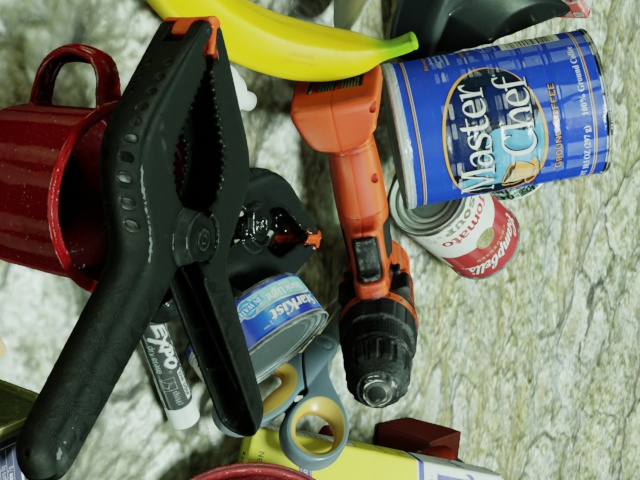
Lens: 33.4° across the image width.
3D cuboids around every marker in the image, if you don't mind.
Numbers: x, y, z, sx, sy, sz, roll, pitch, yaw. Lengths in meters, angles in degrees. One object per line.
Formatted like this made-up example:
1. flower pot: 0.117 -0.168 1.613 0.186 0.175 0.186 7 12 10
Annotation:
1. marker: -0.096 0.058 0.620 0.020 0.020 0.121 -43 129 -40

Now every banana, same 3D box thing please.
1. banana: -0.038 -0.130 0.615 0.197 0.070 0.037 12 48 -35

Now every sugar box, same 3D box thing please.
1. sugar box: 0.028 0.182 0.706 0.048 0.176 0.093 169 -67 -81

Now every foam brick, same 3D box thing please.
1. foam brick: 0.075 0.186 0.852 0.052 0.051 0.078 -1 98 -54

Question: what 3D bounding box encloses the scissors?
1. scissors: 0.011 0.089 0.724 0.201 0.096 0.016 -27 150 -45

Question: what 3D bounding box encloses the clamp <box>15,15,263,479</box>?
1. clamp: -0.064 0.004 0.496 0.164 0.036 0.210 19 78 -62

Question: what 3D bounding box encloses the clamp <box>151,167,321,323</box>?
1. clamp: -0.054 0.001 0.640 0.171 0.039 0.120 26 73 -55

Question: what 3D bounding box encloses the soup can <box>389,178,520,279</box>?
1. soup can: 0.106 -0.017 0.836 0.102 0.069 0.068 33 71 -51

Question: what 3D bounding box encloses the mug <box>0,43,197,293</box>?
1. mug: -0.120 -0.035 0.515 0.093 0.082 0.117 -12 107 -52

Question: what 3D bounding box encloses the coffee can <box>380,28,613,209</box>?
1. coffee can: 0.119 -0.084 0.741 0.103 0.140 0.103 -10 90 -88

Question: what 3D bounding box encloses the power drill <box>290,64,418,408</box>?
1. power drill: 0.025 -0.008 0.683 0.184 0.057 0.187 -86 167 -66

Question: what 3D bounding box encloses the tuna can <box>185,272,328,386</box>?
1. tuna can: -0.039 0.058 0.646 0.086 0.034 0.086 -35 165 -11
